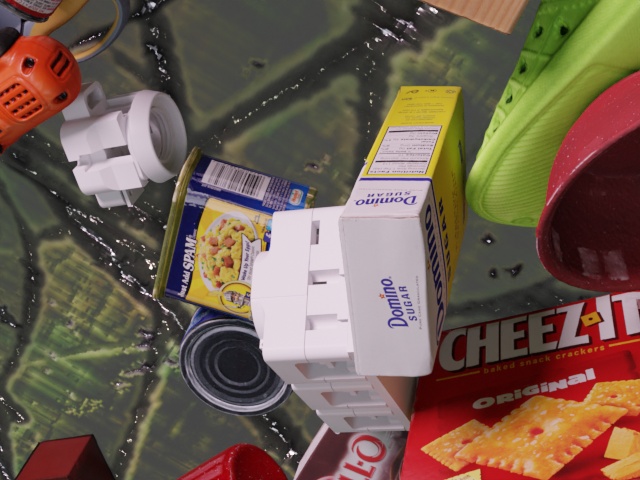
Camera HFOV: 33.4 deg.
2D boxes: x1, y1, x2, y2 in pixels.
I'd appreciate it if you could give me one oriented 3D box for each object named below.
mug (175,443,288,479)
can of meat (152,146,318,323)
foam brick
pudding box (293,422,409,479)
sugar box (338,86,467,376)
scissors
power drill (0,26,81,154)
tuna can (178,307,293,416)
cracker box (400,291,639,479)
[{"bbox_3d":[-0.063,0.207,0.794,0.082,0.093,0.117,-35,139,21],"label":"mug"},{"bbox_3d":[-0.054,0.001,0.685,0.084,0.057,0.102,17,121,0],"label":"can of meat"},{"bbox_3d":[-0.193,0.198,0.830,0.053,0.051,0.078,-11,117,18],"label":"foam brick"},{"bbox_3d":[0.041,0.156,0.763,0.090,0.039,0.114,26,121,-3],"label":"pudding box"},{"bbox_3d":[0.051,-0.012,0.585,0.048,0.176,0.093,-1,119,12],"label":"sugar box"},{"bbox_3d":[-0.212,-0.125,0.669,0.202,0.016,0.096,-20,111,21],"label":"scissors"},{"bbox_3d":[-0.259,-0.114,0.624,0.185,0.057,0.187,-24,125,30],"label":"power drill"},{"bbox_3d":[-0.055,0.080,0.743,0.086,0.033,0.086,5,120,9],"label":"tuna can"},{"bbox_3d":[0.136,0.117,0.619,0.164,0.213,0.072,-14,114,18],"label":"cracker box"}]
